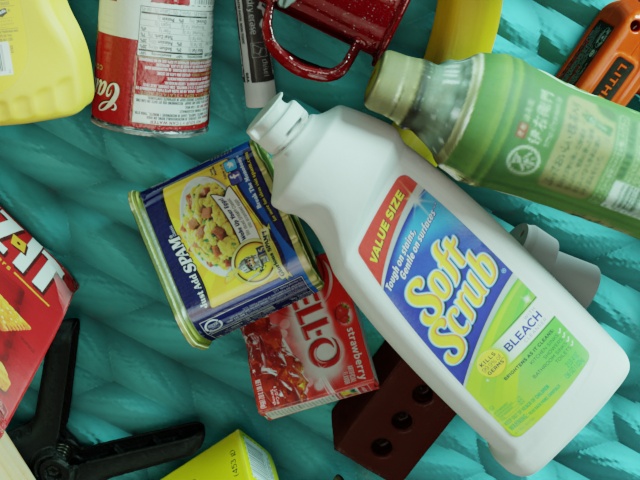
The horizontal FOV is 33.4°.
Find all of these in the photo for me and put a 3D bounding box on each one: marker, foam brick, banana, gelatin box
[{"bbox_3d":[-0.041,-0.138,0.622,0.020,0.020,0.121,-6,107,1],"label":"marker"},{"bbox_3d":[0.050,0.105,0.683,0.053,0.051,0.078,32,104,-11],"label":"foam brick"},{"bbox_3d":[0.066,-0.097,0.615,0.037,0.069,0.198,37,113,33],"label":"banana"},{"bbox_3d":[-0.010,0.057,0.655,0.073,0.030,0.089,-17,69,6],"label":"gelatin box"}]

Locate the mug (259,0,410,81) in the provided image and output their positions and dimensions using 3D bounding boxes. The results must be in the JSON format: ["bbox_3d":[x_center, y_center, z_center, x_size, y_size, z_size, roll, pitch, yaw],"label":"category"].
[{"bbox_3d":[0.008,-0.143,0.582,0.081,0.093,0.117,25,85,-4],"label":"mug"}]

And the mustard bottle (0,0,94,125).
[{"bbox_3d":[-0.181,-0.157,0.556,0.096,0.058,0.191,-4,108,5],"label":"mustard bottle"}]

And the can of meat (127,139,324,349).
[{"bbox_3d":[-0.054,0.001,0.632,0.084,0.057,0.102,-25,76,4],"label":"can of meat"}]

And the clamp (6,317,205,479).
[{"bbox_3d":[-0.173,0.132,0.696,0.171,0.039,0.120,-37,95,10],"label":"clamp"}]

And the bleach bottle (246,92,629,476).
[{"bbox_3d":[0.055,0.018,0.602,0.250,0.068,0.102,42,95,-13],"label":"bleach bottle"}]

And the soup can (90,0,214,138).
[{"bbox_3d":[-0.092,-0.115,0.603,0.068,0.068,0.102,7,107,-3],"label":"soup can"}]
